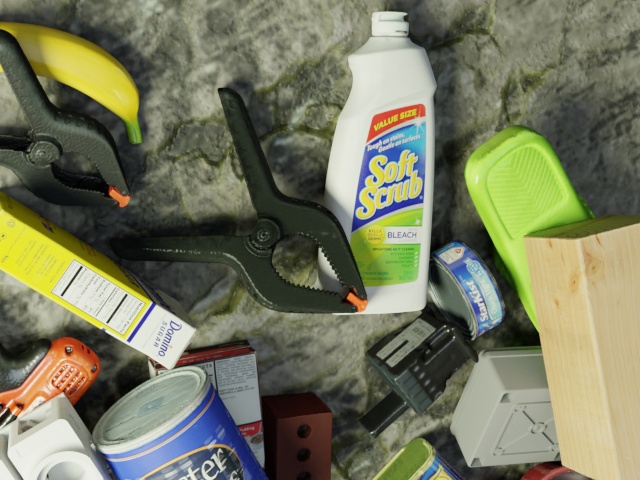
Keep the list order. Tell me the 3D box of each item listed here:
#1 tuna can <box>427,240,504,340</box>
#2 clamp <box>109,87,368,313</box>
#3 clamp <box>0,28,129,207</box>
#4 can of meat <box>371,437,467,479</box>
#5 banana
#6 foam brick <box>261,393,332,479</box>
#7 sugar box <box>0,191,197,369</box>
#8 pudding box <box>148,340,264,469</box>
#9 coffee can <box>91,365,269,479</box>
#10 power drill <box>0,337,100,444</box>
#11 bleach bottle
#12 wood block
[{"bbox_3d":[0.126,0.043,0.945,0.033,0.086,0.086,-28,109,-12],"label":"tuna can"},{"bbox_3d":[-0.056,0.001,0.871,0.210,0.036,0.164,42,91,1],"label":"clamp"},{"bbox_3d":[-0.212,-0.084,0.812,0.171,0.039,0.120,23,123,-31],"label":"clamp"},{"bbox_3d":[0.093,0.247,0.997,0.102,0.057,0.084,-46,110,-5],"label":"can of meat"},{"bbox_3d":[-0.220,-0.131,0.816,0.197,0.037,0.070,16,96,-21],"label":"banana"},{"bbox_3d":[-0.022,0.181,0.945,0.053,0.051,0.078,-4,103,-18],"label":"foam brick"},{"bbox_3d":[-0.185,0.029,0.834,0.176,0.093,0.048,32,91,-23],"label":"sugar box"},{"bbox_3d":[-0.097,0.149,0.921,0.090,0.039,0.113,-8,103,-15],"label":"pudding box"},{"bbox_3d":[-0.102,0.186,0.850,0.102,0.103,0.140,-31,108,-10],"label":"coffee can"},{"bbox_3d":[-0.296,0.117,0.838,0.187,0.057,0.184,41,87,-24],"label":"power drill"},{"bbox_3d":[0.046,-0.066,0.908,0.102,0.068,0.251,-1,100,-17],"label":"bleach bottle"},{"bbox_3d":[0.245,0.088,0.897,0.090,0.090,0.206,-13,96,-18],"label":"wood block"}]
